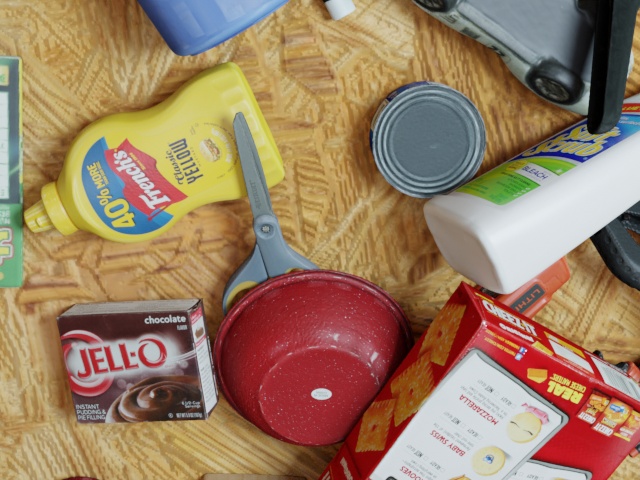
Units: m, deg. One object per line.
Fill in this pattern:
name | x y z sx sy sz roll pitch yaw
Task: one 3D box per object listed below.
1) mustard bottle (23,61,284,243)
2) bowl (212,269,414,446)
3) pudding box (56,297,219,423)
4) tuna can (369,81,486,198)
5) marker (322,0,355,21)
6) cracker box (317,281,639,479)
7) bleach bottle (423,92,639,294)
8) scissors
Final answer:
mustard bottle | -0.130 -0.052 0.790 0.191 0.058 0.096 -23 111 4
bowl | -0.003 0.104 0.821 0.162 0.055 0.162 -2 118 -4
pudding box | -0.141 0.093 0.826 0.113 0.039 0.090 -5 106 12
tuna can | 0.080 -0.077 0.807 0.086 0.034 0.086 -1 105 -3
marker | -0.011 -0.217 0.773 0.020 0.020 0.121 -29 105 5
cracker box | 0.116 0.158 0.795 0.164 0.072 0.214 28 109 -18
bleach bottle | 0.205 -0.058 0.784 0.250 0.103 0.068 -33 113 -11
scissors | -0.055 0.001 0.799 0.096 0.016 0.201 -22 124 13
